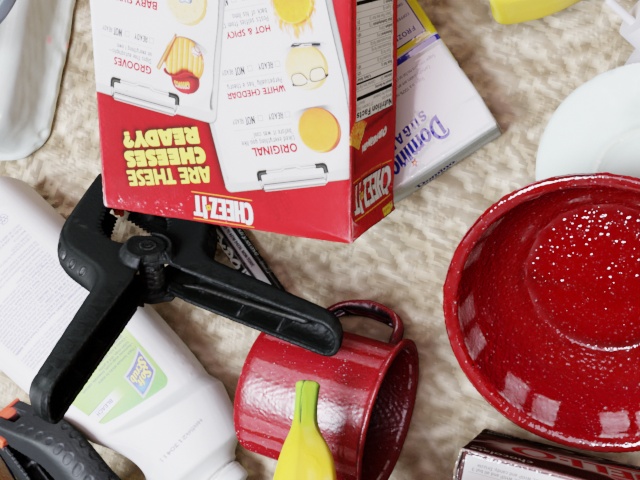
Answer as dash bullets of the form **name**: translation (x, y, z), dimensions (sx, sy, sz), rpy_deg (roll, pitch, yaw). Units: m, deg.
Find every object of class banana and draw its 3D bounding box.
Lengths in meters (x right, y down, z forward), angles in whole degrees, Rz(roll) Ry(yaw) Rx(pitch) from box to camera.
- **banana**: translation (-0.017, 0.165, 0.571), dimensions (0.037, 0.069, 0.198), rpy_deg (14, 128, -1)

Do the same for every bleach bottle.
- **bleach bottle**: translation (-0.142, 0.077, 0.666), dimensions (0.251, 0.068, 0.102), rpy_deg (44, 96, 12)

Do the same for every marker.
- **marker**: translation (-0.054, 0.001, 0.669), dimensions (0.020, 0.020, 0.121), rpy_deg (-38, 77, 9)

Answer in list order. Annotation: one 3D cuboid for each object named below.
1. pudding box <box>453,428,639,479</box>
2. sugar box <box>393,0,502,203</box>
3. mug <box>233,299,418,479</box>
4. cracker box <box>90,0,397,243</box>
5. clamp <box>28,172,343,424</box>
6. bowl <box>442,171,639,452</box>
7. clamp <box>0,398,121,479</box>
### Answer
- **pudding box**: translation (0.132, 0.135, 0.569), dimensions (0.114, 0.090, 0.039), rpy_deg (9, 88, 16)
- **sugar box**: translation (0.024, -0.113, 0.644), dimensions (0.093, 0.048, 0.176), rpy_deg (-32, 82, 11)
- **mug**: translation (0.007, 0.082, 0.616), dimensions (0.082, 0.093, 0.117), rpy_deg (13, 58, 21)
- **cracker box**: translation (-0.042, -0.118, 0.581), dimensions (0.164, 0.072, 0.214), rpy_deg (9, 112, 26)
- **clamp**: translation (-0.087, 0.018, 0.615), dimensions (0.164, 0.210, 0.036), rpy_deg (-7, 124, -13)
- **bowl**: translation (0.150, 0.031, 0.572), dimensions (0.162, 0.055, 0.162), rpy_deg (9, 116, 18)
- **clamp**: translation (-0.136, 0.167, 0.647), dimensions (0.172, 0.039, 0.120), rpy_deg (35, 131, 23)
